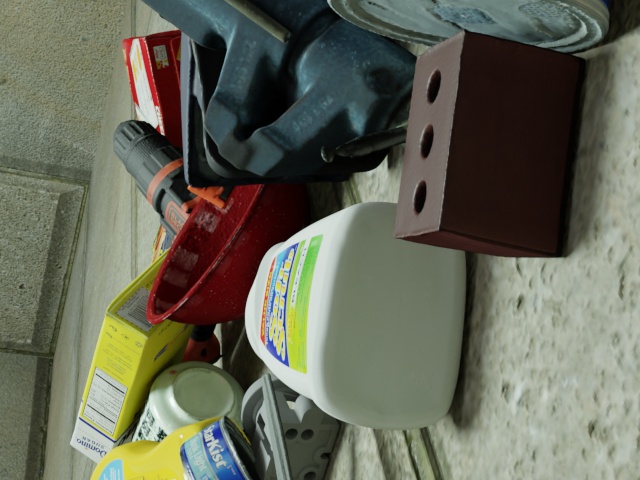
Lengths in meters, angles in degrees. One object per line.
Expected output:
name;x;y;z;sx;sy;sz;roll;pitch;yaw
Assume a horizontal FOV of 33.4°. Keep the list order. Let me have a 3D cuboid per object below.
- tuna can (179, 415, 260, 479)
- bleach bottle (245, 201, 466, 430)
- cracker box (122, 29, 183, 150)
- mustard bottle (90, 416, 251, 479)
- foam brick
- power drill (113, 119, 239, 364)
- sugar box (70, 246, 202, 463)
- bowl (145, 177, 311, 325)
tuna can;-0.050;0.152;0.648;0.086;0.033;0.086;58;178;3
bleach bottle;0.000;0.043;0.577;0.251;0.068;0.102;157;121;-74
cracker box;-0.131;-0.118;1.019;0.214;0.072;0.164;-148;46;-72
mustard bottle;-0.119;0.191;0.772;0.192;0.058;0.096;-24;81;43
foam brick;0.064;-0.034;0.417;0.053;0.051;0.078;170;108;-74
power drill;-0.125;0.012;0.903;0.185;0.057;0.188;47;140;27
sugar box;-0.143;0.096;0.845;0.093;0.048;0.176;-48;-15;-46
bowl;-0.055;0.001;0.743;0.162;0.055;0.162;-50;18;22
